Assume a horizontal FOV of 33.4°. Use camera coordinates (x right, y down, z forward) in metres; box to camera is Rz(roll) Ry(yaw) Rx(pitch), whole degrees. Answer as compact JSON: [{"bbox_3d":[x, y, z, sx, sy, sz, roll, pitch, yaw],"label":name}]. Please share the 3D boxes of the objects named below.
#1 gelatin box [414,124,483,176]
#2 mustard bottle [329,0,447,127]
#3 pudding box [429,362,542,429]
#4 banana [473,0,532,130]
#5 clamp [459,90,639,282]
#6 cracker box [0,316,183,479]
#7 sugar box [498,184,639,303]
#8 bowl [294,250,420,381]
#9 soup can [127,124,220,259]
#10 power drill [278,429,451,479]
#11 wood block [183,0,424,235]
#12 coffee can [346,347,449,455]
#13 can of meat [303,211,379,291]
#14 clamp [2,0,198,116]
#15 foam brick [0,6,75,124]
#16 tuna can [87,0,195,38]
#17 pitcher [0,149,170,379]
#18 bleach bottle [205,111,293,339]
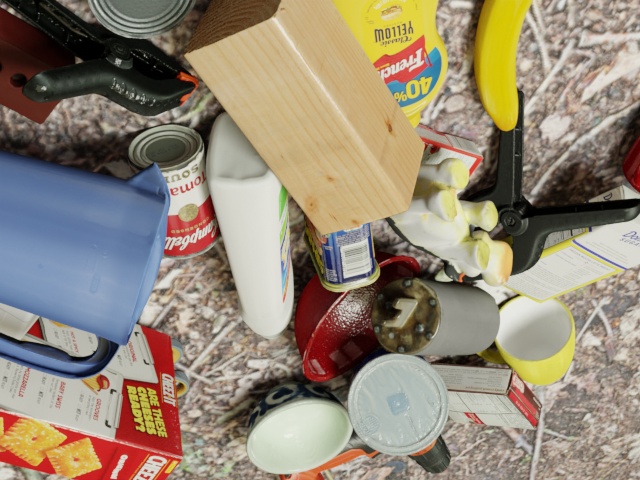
[{"bbox_3d":[0.100,-0.071,1.029,0.089,0.030,0.073,14,125,-29],"label":"gelatin box"},{"bbox_3d":[0.060,-0.162,0.915,0.096,0.058,0.191,-15,134,-4],"label":"mustard bottle"},{"bbox_3d":[0.188,0.180,1.235,0.114,0.039,0.090,-3,144,36],"label":"pudding box"},{"bbox_3d":[0.172,-0.185,0.939,0.069,0.037,0.198,16,125,-3],"label":"banana"},{"bbox_3d":[0.204,-0.023,1.052,0.036,0.165,0.210,-35,159,-48],"label":"clamp"},{"bbox_3d":[-0.241,0.134,0.986,0.213,0.164,0.072,22,121,-28],"label":"cracker box"},{"bbox_3d":[0.267,0.007,1.102,0.093,0.048,0.177,24,142,-35],"label":"sugar box"},{"bbox_3d":[0.026,0.065,1.080,0.162,0.055,0.162,-35,150,-24],"label":"bowl"},{"bbox_3d":[-0.129,-0.043,0.947,0.068,0.068,0.102,-14,132,-8],"label":"soup can"},{"bbox_3d":[0.052,0.259,1.286,0.188,0.057,0.184,-31,129,5],"label":"power drill"},{"bbox_3d":[-0.007,-0.113,0.871,0.090,0.090,0.206,-15,128,31],"label":"wood block"},{"bbox_3d":[0.080,0.167,1.135,0.103,0.103,0.140,-23,176,1],"label":"coffee can"},{"bbox_3d":[0.015,-0.017,0.998,0.057,0.102,0.084,-14,131,-7],"label":"can of meat"},{"bbox_3d":[-0.174,-0.147,0.835,0.039,0.120,0.171,-35,156,31],"label":"clamp"},{"bbox_3d":[-0.238,-0.138,0.835,0.078,0.051,0.053,27,117,-36],"label":"foam brick"},{"bbox_3d":[-0.140,-0.202,0.826,0.086,0.034,0.086,-10,132,-11],"label":"tuna can"},{"bbox_3d":[-0.250,0.001,0.858,0.242,0.149,0.145,16,142,-6],"label":"pitcher"},{"bbox_3d":[-0.057,0.001,1.003,0.068,0.102,0.251,1,139,5],"label":"bleach bottle"}]
